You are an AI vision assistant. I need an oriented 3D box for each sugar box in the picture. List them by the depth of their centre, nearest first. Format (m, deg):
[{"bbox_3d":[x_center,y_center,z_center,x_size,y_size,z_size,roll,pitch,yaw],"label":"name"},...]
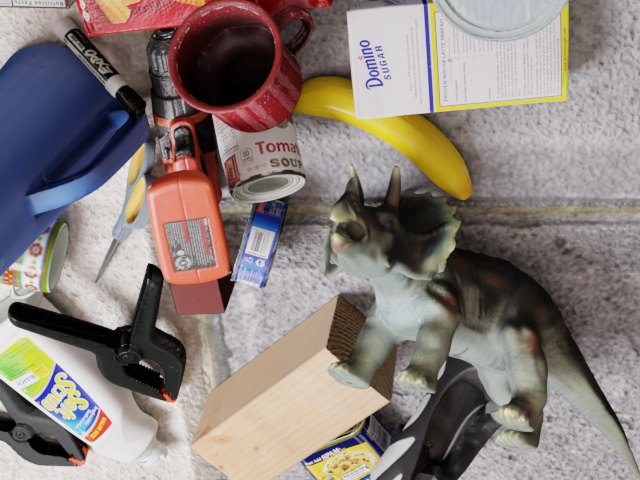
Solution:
[{"bbox_3d":[0.112,-0.155,0.876,0.176,0.048,0.093,-3,112,6],"label":"sugar box"}]

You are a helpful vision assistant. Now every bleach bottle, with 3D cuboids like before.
[{"bbox_3d":[-0.257,0.161,1.159,0.103,0.068,0.250,-32,115,27],"label":"bleach bottle"}]

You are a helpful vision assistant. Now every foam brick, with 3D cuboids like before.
[{"bbox_3d":[-0.120,0.028,1.051,0.051,0.053,0.078,-2,122,11],"label":"foam brick"}]

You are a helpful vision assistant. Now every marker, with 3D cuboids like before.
[{"bbox_3d":[-0.190,-0.149,0.925,0.121,0.020,0.020,47,126,21],"label":"marker"}]

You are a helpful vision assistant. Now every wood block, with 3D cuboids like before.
[{"bbox_3d":[-0.027,0.161,1.101,0.090,0.090,0.206,41,120,-18],"label":"wood block"}]

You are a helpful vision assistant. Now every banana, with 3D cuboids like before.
[{"bbox_3d":[0.057,-0.099,0.949,0.197,0.037,0.070,25,151,-4],"label":"banana"}]

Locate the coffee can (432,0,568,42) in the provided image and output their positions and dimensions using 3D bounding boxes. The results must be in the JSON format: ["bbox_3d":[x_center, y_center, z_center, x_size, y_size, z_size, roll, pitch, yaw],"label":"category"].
[{"bbox_3d":[0.133,-0.221,0.788,0.103,0.140,0.103,4,124,6],"label":"coffee can"}]

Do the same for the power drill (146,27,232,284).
[{"bbox_3d":[-0.114,-0.068,0.907,0.057,0.187,0.184,-9,125,0],"label":"power drill"}]

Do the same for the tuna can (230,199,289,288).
[{"bbox_3d":[-0.057,0.001,1.002,0.033,0.086,0.086,16,124,-3],"label":"tuna can"}]

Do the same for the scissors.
[{"bbox_3d":[-0.189,-0.031,1.035,0.016,0.096,0.202,11,158,-23],"label":"scissors"}]

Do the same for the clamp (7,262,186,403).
[{"bbox_3d":[-0.208,0.105,1.092,0.164,0.036,0.210,-10,139,9],"label":"clamp"}]

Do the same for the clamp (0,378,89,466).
[{"bbox_3d":[-0.349,0.215,1.221,0.171,0.039,0.120,42,119,-18],"label":"clamp"}]

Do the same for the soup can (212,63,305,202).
[{"bbox_3d":[-0.055,-0.091,0.920,0.069,0.068,0.102,-19,74,21],"label":"soup can"}]

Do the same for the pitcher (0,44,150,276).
[{"bbox_3d":[-0.261,-0.056,0.900,0.145,0.242,0.149,37,130,-10],"label":"pitcher"}]

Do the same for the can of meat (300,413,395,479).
[{"bbox_3d":[0.029,0.227,1.156,0.102,0.057,0.084,-27,117,24],"label":"can of meat"}]

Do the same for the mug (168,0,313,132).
[{"bbox_3d":[-0.054,-0.142,0.849,0.117,0.081,0.093,-41,72,5],"label":"mug"}]
